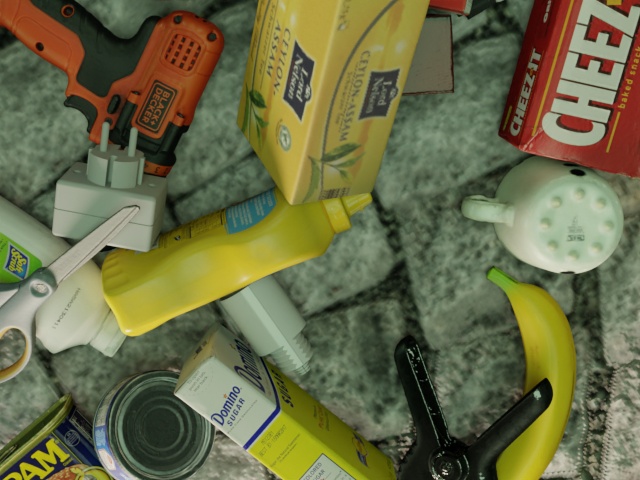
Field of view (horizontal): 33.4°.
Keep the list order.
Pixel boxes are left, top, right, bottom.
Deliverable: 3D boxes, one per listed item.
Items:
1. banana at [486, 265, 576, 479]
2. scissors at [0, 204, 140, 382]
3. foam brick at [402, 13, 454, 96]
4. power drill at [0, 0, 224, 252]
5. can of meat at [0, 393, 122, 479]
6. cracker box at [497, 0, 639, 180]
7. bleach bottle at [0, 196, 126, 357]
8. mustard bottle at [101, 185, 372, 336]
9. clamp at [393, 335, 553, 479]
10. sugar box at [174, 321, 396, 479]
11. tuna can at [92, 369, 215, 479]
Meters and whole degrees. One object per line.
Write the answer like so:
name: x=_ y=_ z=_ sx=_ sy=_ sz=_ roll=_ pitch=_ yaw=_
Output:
banana: x=0.156 y=0.118 z=0.806 sx=0.070 sy=0.037 sz=0.198 roll=5 pitch=99 yaw=22
scissors: x=-0.206 y=0.024 z=0.715 sx=0.096 sy=0.016 sz=0.202 roll=29 pitch=122 yaw=-14
foam brick: x=0.060 y=-0.129 z=0.736 sx=0.053 sy=0.078 sz=0.051 roll=-4 pitch=103 yaw=0
power drill: x=-0.183 y=-0.104 z=0.747 sx=0.187 sy=0.057 sz=0.184 roll=27 pitch=101 yaw=-7
can of meat: x=-0.198 y=0.180 z=0.797 sx=0.102 sy=0.057 sz=0.084 roll=-40 pitch=101 yaw=5
cracker box: x=0.251 y=-0.122 z=0.736 sx=0.213 sy=0.072 sz=0.164 roll=12 pitch=104 yaw=-7
bleach bottle: x=-0.253 y=0.013 z=0.763 sx=0.250 sy=0.068 sz=0.103 roll=33 pitch=100 yaw=-9
mustard bottle: x=-0.055 y=0.001 z=0.747 sx=0.191 sy=0.096 sz=0.058 roll=-23 pitch=104 yaw=3
clamp: x=0.109 y=0.161 z=0.794 sx=0.120 sy=0.039 sz=0.171 roll=8 pitch=106 yaw=31
sugar box: x=-0.022 y=0.136 z=0.774 sx=0.176 sy=0.093 sz=0.048 roll=42 pitch=96 yaw=-8
tuna can: x=-0.120 y=0.138 z=0.780 sx=0.086 sy=0.034 sz=0.086 roll=8 pitch=74 yaw=-28
